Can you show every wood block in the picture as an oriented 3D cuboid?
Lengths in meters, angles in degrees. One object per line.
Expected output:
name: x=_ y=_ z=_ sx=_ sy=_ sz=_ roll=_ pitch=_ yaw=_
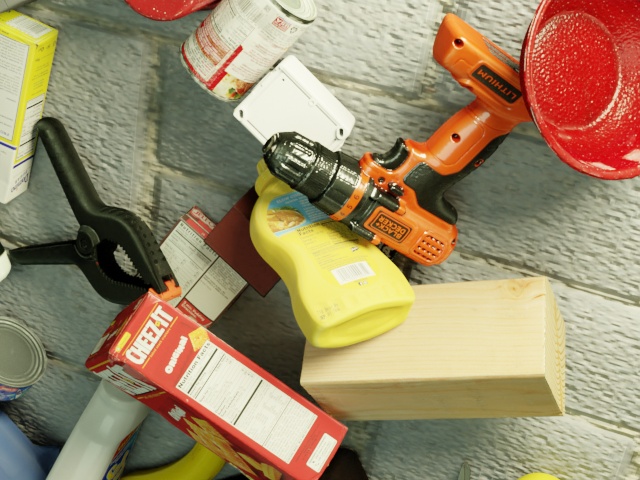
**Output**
wood block: x=0.098 y=0.096 z=0.914 sx=0.206 sy=0.091 sz=0.090 roll=-5 pitch=147 yaw=22

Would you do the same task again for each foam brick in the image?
foam brick: x=-0.056 y=0.001 z=0.967 sx=0.078 sy=0.053 sz=0.051 roll=44 pitch=120 yaw=-2

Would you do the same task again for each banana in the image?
banana: x=-0.143 y=0.230 z=1.113 sx=0.198 sy=0.037 sz=0.070 roll=-45 pitch=70 yaw=28

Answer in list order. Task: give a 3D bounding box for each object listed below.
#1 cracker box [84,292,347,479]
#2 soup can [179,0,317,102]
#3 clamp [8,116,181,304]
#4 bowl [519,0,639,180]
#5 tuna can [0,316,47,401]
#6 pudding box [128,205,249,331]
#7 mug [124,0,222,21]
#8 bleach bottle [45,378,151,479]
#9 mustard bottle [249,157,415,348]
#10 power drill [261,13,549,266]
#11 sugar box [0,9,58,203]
cracker box: x=-0.102 y=0.143 z=0.971 sx=0.213 sy=0.072 sz=0.164 roll=36 pitch=160 yaw=-10
soup can: x=-0.060 y=-0.173 z=0.883 sx=0.068 sy=0.068 sz=0.102 roll=47 pitch=119 yaw=-4
clamp: x=-0.212 y=-0.012 z=1.006 sx=0.210 sy=0.036 sz=0.165 roll=28 pitch=120 yaw=27
bowl: x=0.202 y=-0.126 z=0.785 sx=0.055 sy=0.162 sz=0.162 roll=14 pitch=129 yaw=65
tuna can: x=-0.329 y=0.122 z=1.104 sx=0.086 sy=0.086 sz=0.034 roll=46 pitch=121 yaw=-3
pudding box: x=-0.122 y=0.036 z=1.016 sx=0.090 sy=0.039 sz=0.114 roll=43 pitch=118 yaw=0
mug: x=-0.108 y=-0.230 z=0.867 sx=0.117 sy=0.081 sz=0.093 roll=-22 pitch=104 yaw=27
bleach bottle: x=-0.232 y=0.219 z=1.092 sx=0.068 sy=0.102 sz=0.251 roll=31 pitch=113 yaw=10
mustard bottle: x=-0.006 y=-0.001 z=0.905 sx=0.192 sy=0.096 sz=0.058 roll=58 pitch=150 yaw=31
power drill: x=0.072 y=-0.083 z=0.844 sx=0.184 sy=0.057 sz=0.188 roll=29 pitch=117 yaw=-23
sugar box: x=-0.311 y=-0.132 z=1.008 sx=0.093 sy=0.048 sz=0.176 roll=26 pitch=123 yaw=8
